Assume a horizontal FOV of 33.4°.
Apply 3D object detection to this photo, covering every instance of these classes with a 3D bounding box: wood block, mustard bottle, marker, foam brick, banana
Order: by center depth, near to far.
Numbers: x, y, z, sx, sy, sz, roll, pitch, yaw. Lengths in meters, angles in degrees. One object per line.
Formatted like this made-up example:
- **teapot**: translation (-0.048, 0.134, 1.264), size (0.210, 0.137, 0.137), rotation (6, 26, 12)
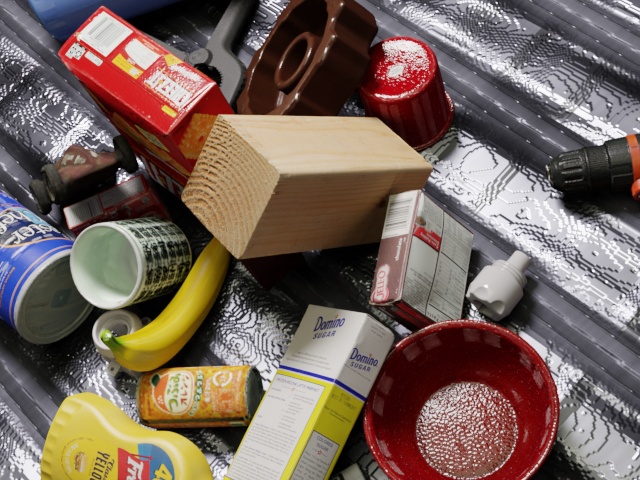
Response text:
- **marker**: translation (-0.018, 0.228, 0.910), size (0.121, 0.020, 0.020), rotation (-29, 58, -2)
- **mustard bottle**: translation (-0.151, 0.209, 0.927), size (0.192, 0.058, 0.096), rotation (20, 96, 23)
- **wood block**: translation (-0.008, -0.051, 0.950), size (0.090, 0.205, 0.091), rotation (45, 121, 30)
- **banana**: translation (-0.134, 0.066, 0.993), size (0.037, 0.070, 0.197), rotation (20, 37, 18)
- **foam brick**: translation (-0.057, 0.001, 1.014), size (0.053, 0.078, 0.051), rotation (-37, 60, -7)

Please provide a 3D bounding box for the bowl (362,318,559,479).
- **bowl**: translation (0.119, 0.150, 0.894), size (0.162, 0.055, 0.162), rotation (-7, 60, 12)

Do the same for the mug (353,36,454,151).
- **mug**: translation (0.071, -0.152, 1.062), size (0.117, 0.081, 0.093), rotation (27, 72, 27)

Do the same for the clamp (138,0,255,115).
- **clamp**: translation (-0.140, -0.190, 1.169), size (0.164, 0.036, 0.210), rotation (-14, 56, 8)

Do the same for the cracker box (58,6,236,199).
- **cracker box**: translation (-0.136, -0.102, 1.015), size (0.164, 0.213, 0.072), rotation (36, 77, 29)

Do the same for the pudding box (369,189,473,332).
- **pudding box**: translation (0.092, 0.024, 0.950), size (0.039, 0.090, 0.113), rotation (-10, 56, 41)

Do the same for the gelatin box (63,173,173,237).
- **gelatin box**: translation (-0.200, -0.021, 1.070), size (0.089, 0.073, 0.030), rotation (-24, 59, 0)

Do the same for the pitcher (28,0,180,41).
- **pitcher**: translation (-0.209, -0.322, 1.217), size (0.243, 0.149, 0.145), rotation (-20, 70, 10)

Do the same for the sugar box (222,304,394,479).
- **sugar box**: translation (-0.010, 0.144, 0.909), size (0.093, 0.048, 0.176), rotation (5, 62, 57)

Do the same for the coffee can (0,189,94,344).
- **coffee can**: translation (-0.299, 0.024, 1.054), size (0.140, 0.102, 0.102), rotation (31, 73, 28)
